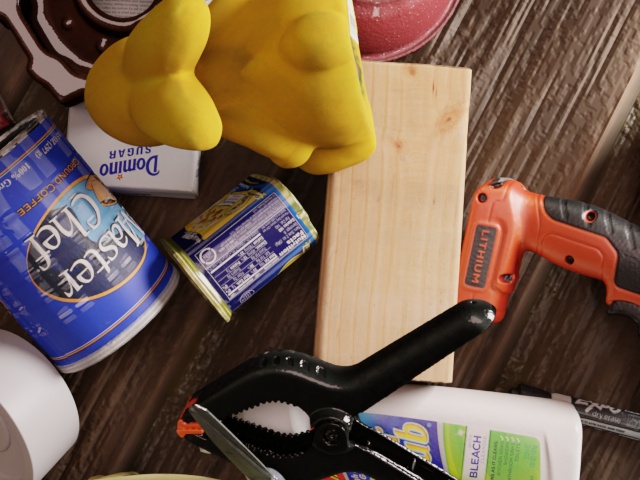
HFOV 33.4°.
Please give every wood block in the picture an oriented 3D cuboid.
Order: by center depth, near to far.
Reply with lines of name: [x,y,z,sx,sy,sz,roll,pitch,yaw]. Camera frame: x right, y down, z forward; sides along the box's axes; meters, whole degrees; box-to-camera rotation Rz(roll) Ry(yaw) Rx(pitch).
wood block: [0.046,-0.009,0.727,0.090,0.091,0.206,4,84,0]

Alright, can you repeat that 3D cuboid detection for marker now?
marker: [0.191,0.123,0.750,0.121,0.020,0.020,14,83,1]

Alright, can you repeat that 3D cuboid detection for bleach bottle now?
bleach bottle: [0.043,0.147,0.723,0.251,0.068,0.102,4,97,4]

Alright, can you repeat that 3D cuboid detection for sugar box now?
sugar box: [-0.128,-0.120,0.761,0.093,0.048,0.176,4,87,-1]

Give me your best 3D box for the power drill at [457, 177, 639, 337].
power drill: [0.184,0.041,0.705,0.188,0.057,0.184,13,96,22]

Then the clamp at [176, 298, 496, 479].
clamp: [0.016,0.120,0.666,0.210,0.036,0.164,-8,113,15]

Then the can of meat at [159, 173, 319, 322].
can of meat: [-0.055,0.001,0.719,0.084,0.102,0.057,-39,106,-8]

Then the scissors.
scissors: [-0.012,0.157,0.660,0.096,0.202,0.016,4,53,14]

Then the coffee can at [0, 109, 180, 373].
coffee can: [-0.174,0.001,0.693,0.103,0.103,0.140,-39,108,-5]
